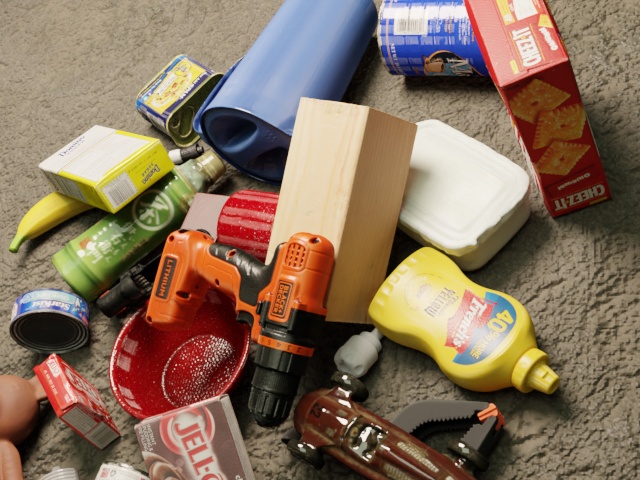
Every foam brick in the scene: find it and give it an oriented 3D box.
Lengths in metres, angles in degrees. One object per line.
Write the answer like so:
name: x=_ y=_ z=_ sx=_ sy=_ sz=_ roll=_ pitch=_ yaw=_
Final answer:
foam brick: x=-0.121 y=-0.007 z=1.192 sx=0.053 sy=0.051 sz=0.078 roll=8 pitch=61 yaw=27

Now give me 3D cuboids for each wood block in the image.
wood block: x=0.017 y=-0.028 z=1.061 sx=0.090 sy=0.090 sz=0.206 roll=14 pitch=93 yaw=38

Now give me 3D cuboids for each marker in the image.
marker: x=-0.199 y=-0.096 z=1.310 sx=0.121 sy=0.020 sz=0.020 roll=-14 pitch=53 yaw=15

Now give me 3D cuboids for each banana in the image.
banana: x=-0.290 y=-0.044 z=1.303 sx=0.198 sy=0.037 sz=0.070 roll=-24 pitch=53 yaw=6

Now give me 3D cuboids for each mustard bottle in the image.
mustard bottle: x=0.142 y=0.087 z=1.002 sx=0.192 sy=0.058 sz=0.096 roll=34 pitch=72 yaw=35

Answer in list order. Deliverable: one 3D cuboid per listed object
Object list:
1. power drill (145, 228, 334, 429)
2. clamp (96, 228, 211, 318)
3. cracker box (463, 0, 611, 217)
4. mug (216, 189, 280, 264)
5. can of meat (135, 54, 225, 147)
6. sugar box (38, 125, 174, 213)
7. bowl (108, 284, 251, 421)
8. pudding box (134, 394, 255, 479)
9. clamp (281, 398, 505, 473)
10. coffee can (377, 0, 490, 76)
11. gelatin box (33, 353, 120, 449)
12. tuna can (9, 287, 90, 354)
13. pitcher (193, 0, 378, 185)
power drill: x=-0.080 y=0.071 z=1.025 sx=0.188 sy=0.057 sz=0.184 roll=13 pitch=85 yaw=35
clamp: x=-0.185 y=0.040 z=1.147 sx=0.120 sy=0.039 sz=0.172 roll=-30 pitch=3 yaw=-31
cracker box: x=0.209 y=-0.148 z=1.038 sx=0.072 sy=0.213 sz=0.164 roll=-20 pitch=51 yaw=12
mug: x=-0.058 y=0.001 z=1.144 sx=0.082 sy=0.093 sz=0.117 roll=10 pitch=98 yaw=35
can of meat: x=-0.170 y=-0.176 z=1.329 sx=0.102 sy=0.057 sz=0.084 roll=-46 pitch=49 yaw=-11
sugar box: x=-0.251 y=-0.085 z=1.238 sx=0.093 sy=0.048 sz=0.176 roll=-39 pitch=28 yaw=-21
bowl: x=-0.136 y=0.125 z=1.104 sx=0.162 sy=0.055 sz=0.162 roll=-12 pitch=53 yaw=16
pudding box: x=-0.115 y=0.212 z=1.012 sx=0.090 sy=0.039 sz=0.113 roll=-20 pitch=88 yaw=12
clamp: x=0.065 y=0.198 z=0.976 sx=0.210 sy=0.036 sz=0.165 roll=-34 pitch=51 yaw=4
coffee can: x=0.148 y=-0.235 z=1.197 sx=0.140 sy=0.102 sz=0.102 roll=5 pitch=60 yaw=27
gelatin box: x=-0.251 y=0.167 z=1.105 sx=0.030 sy=0.089 sz=0.073 roll=-37 pitch=50 yaw=-4
tuna can: x=-0.299 y=0.089 z=1.183 sx=0.086 sy=0.086 sz=0.034 roll=-15 pitch=51 yaw=14
pitcher: x=-0.036 y=-0.195 z=1.241 sx=0.149 sy=0.145 sz=0.242 roll=29 pitch=64 yaw=-1
